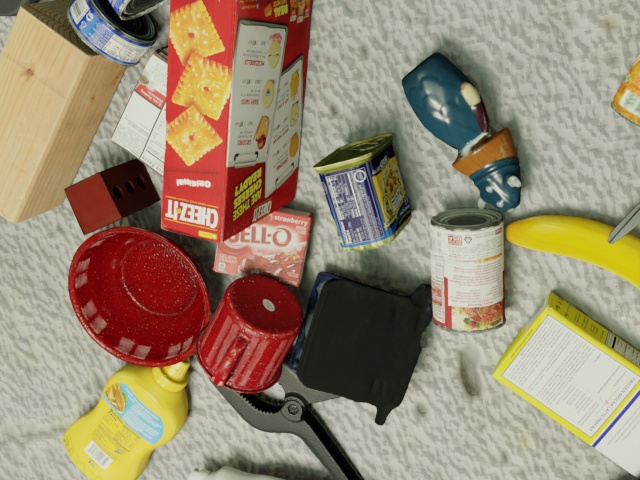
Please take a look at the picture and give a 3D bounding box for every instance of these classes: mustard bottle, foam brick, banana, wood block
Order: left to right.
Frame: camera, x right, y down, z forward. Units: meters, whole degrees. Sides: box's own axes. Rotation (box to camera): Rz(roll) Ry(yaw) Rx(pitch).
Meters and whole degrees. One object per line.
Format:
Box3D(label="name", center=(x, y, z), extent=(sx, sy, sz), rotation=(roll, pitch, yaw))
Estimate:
Box3D(label="wood block", center=(-0.285, -0.131, 1.093), extent=(0.091, 0.090, 0.206), rotation=(36, 116, 9))
Box3D(label="foam brick", center=(-0.214, -0.047, 1.098), extent=(0.051, 0.078, 0.053), rotation=(-21, 98, 27))
Box3D(label="mustard bottle", center=(-0.201, 0.190, 1.177), extent=(0.096, 0.058, 0.192), rotation=(44, 117, 6))
Box3D(label="banana", center=(0.261, 0.024, 0.949), extent=(0.198, 0.037, 0.070), rotation=(34, 114, 9))

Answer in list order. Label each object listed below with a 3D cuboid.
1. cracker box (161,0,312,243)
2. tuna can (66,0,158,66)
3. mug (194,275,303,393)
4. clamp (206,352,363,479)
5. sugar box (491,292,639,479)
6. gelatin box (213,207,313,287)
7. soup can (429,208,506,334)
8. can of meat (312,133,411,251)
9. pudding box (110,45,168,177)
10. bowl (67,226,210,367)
Box3D(label="cracker box", center=(-0.076, -0.125, 0.969), extent=(0.072, 0.164, 0.214), rotation=(13, 110, 19))
Box3D(label="tuna can", center=(-0.200, -0.212, 1.036), extent=(0.086, 0.086, 0.034), rotation=(48, 115, 2))
Box3D(label="mug", center=(-0.071, 0.094, 1.033), extent=(0.093, 0.117, 0.082), rotation=(33, 129, 6))
Box3D(label="clamp", center=(-0.020, 0.179, 1.112), extent=(0.210, 0.036, 0.165), rotation=(14, 110, 14))
Box3D(label="sugar box", center=(0.258, 0.136, 0.983), extent=(0.176, 0.048, 0.093), rotation=(35, 116, 5))
Box3D(label="gelatin box", center=(-0.057, 0.001, 1.061), extent=(0.089, 0.030, 0.073), rotation=(11, 103, 3))
Box3D(label="soup can", center=(0.136, 0.027, 0.985), extent=(0.069, 0.068, 0.102), rotation=(2, 107, 21))
Box3D(label="can of meat", center=(0.042, -0.044, 0.982), extent=(0.058, 0.102, 0.084), rotation=(-12, 104, 24))
Box3D(label="pudding box", center=(-0.148, -0.124, 1.069), extent=(0.090, 0.039, 0.114), rotation=(35, 118, 8))
Box3D(label="bowl", center=(-0.181, 0.051, 1.121), extent=(0.162, 0.055, 0.162), rotation=(7, 115, 16))
